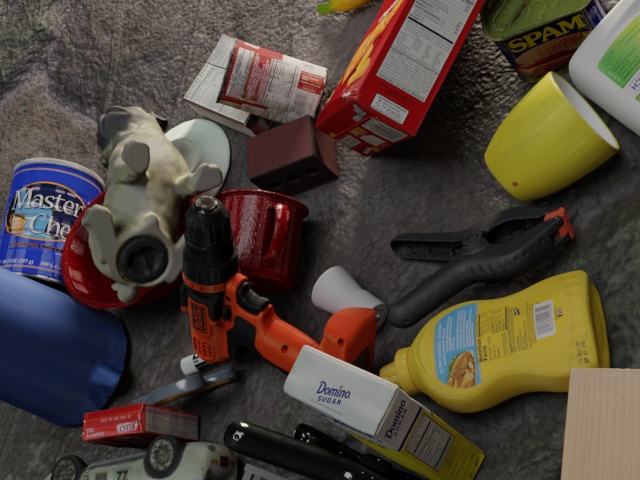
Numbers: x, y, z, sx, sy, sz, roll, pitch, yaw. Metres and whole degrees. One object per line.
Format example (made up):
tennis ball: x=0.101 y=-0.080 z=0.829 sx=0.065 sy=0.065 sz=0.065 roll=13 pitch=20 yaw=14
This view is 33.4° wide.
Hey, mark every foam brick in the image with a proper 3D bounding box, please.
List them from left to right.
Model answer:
foam brick: x=-0.029 y=-0.083 z=1.079 sx=0.078 sy=0.053 sz=0.051 roll=-19 pitch=58 yaw=25

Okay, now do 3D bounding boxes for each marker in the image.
marker: x=-0.083 y=0.104 z=1.044 sx=0.121 sy=0.020 sz=0.020 roll=-25 pitch=56 yaw=22

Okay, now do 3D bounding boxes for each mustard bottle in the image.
mustard bottle: x=0.136 y=0.092 z=0.879 sx=0.192 sy=0.058 sz=0.096 roll=-18 pitch=49 yaw=25

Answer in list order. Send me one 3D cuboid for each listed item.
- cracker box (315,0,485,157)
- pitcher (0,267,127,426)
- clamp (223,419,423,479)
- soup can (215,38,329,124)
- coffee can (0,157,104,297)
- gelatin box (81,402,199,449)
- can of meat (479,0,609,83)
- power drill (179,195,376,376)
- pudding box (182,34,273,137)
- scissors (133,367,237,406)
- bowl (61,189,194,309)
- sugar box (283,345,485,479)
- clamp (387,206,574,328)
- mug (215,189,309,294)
cracker box: x=0.084 y=-0.192 z=0.993 sx=0.213 sy=0.072 sz=0.164 roll=-63 pitch=9 yaw=-7
pitcher: x=-0.325 y=0.090 z=1.065 sx=0.149 sy=0.242 sz=0.145 roll=-31 pitch=53 yaw=17
clamp: x=0.038 y=0.192 z=0.872 sx=0.210 sy=0.164 sz=0.036 roll=20 pitch=88 yaw=15
soup can: x=-0.049 y=-0.158 z=1.088 sx=0.102 sy=0.069 sz=0.068 roll=16 pitch=72 yaw=-7
coffee can: x=-0.304 y=-0.007 z=1.190 sx=0.103 sy=0.102 sz=0.140 roll=-8 pitch=64 yaw=30
gelatin box: x=-0.170 y=0.179 z=1.017 sx=0.073 sy=0.089 sz=0.030 roll=-13 pitch=70 yaw=27
can of meat: x=0.207 y=-0.194 z=0.959 sx=0.102 sy=0.083 sz=0.057 roll=-18 pitch=59 yaw=25
power drill: x=-0.042 y=0.061 z=0.940 sx=0.188 sy=0.184 sz=0.057 roll=25 pitch=47 yaw=26
pudding box: x=-0.087 y=-0.169 z=1.169 sx=0.114 sy=0.039 sz=0.090 roll=27 pitch=84 yaw=41
scissors: x=-0.154 y=0.155 z=1.056 sx=0.202 sy=0.096 sz=0.016 roll=-29 pitch=76 yaw=54
bowl: x=-0.191 y=0.012 z=1.127 sx=0.162 sy=0.055 sz=0.162 roll=-13 pitch=55 yaw=18
sugar box: x=0.053 y=0.143 z=0.834 sx=0.093 sy=0.176 sz=0.048 roll=20 pitch=79 yaw=38
clamp: x=0.130 y=0.019 z=0.915 sx=0.172 sy=0.039 sz=0.120 roll=-17 pitch=38 yaw=27
mug: x=-0.057 y=0.001 z=1.025 sx=0.117 sy=0.093 sz=0.081 roll=-26 pitch=53 yaw=62
